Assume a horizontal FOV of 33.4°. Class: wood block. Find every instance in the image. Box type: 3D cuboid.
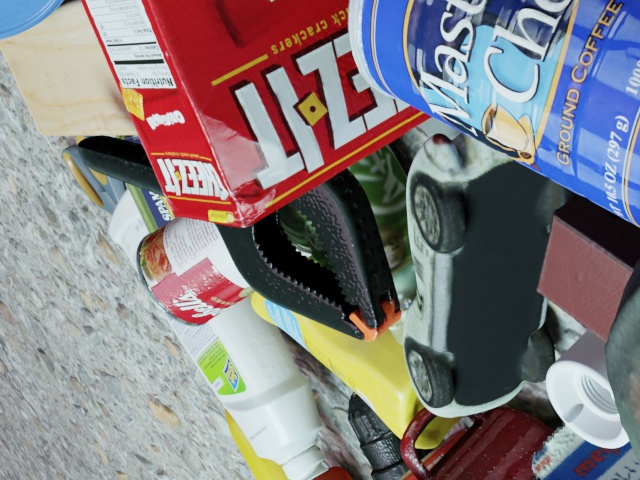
[{"bbox_3d":[-0.126,-0.126,0.701,0.206,0.090,0.090,8,125,55],"label":"wood block"}]

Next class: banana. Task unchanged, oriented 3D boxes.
[{"bbox_3d":[-0.022,0.204,0.820,0.198,0.037,0.070,62,149,14],"label":"banana"}]

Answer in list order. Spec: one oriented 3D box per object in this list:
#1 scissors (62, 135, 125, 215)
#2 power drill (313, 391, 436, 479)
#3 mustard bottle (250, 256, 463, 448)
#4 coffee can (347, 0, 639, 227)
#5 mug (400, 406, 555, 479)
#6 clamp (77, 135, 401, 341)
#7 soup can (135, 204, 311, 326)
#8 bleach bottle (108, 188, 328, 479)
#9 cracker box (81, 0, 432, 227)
[{"bbox_3d":[-0.167,-0.025,0.945,0.202,0.016,0.096,45,149,21],"label":"scissors"},{"bbox_3d":[0.046,0.201,0.798,0.184,0.057,0.188,62,153,4],"label":"power drill"},{"bbox_3d":[0.009,0.054,0.701,0.192,0.058,0.096,37,170,34],"label":"mustard bottle"},{"bbox_3d":[0.095,-0.075,0.397,0.140,0.102,0.103,34,144,35],"label":"coffee can"},{"bbox_3d":[0.096,0.143,0.623,0.117,0.081,0.093,48,155,0],"label":"mug"},{"bbox_3d":[-0.032,-0.038,0.556,0.210,0.036,0.165,43,131,12],"label":"clamp"},{"bbox_3d":[-0.054,0.001,0.656,0.102,0.068,0.068,-32,91,28],"label":"soup can"},{"bbox_3d":[-0.071,0.070,0.805,0.251,0.068,0.103,60,152,11],"label":"bleach bottle"},{"bbox_3d":[-0.022,-0.136,0.452,0.072,0.164,0.213,12,128,55],"label":"cracker box"}]
